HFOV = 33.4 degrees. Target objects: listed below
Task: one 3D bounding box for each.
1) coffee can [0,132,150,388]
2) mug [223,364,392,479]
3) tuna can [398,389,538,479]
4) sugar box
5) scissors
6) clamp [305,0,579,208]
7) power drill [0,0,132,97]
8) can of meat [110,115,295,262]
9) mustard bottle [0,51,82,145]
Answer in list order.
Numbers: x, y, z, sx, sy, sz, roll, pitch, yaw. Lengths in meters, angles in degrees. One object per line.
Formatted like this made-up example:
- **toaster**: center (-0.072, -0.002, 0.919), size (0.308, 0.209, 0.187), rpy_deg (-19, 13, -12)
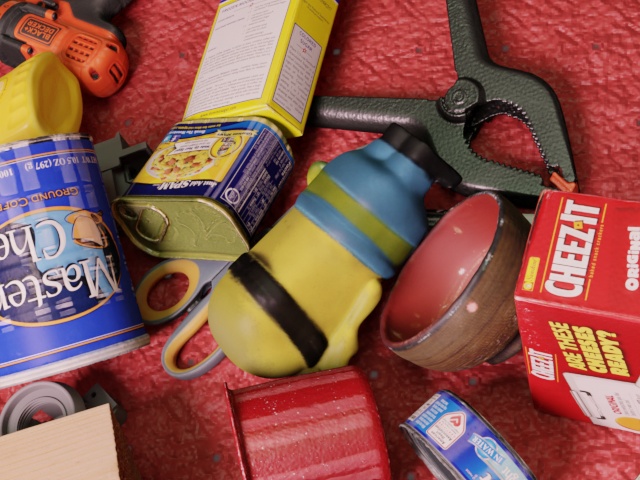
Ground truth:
- **coffee can**: center (-0.176, 0.013, 0.680), size (0.103, 0.102, 0.140), rpy_deg (-16, 89, 7)
- **mug**: center (-0.004, 0.125, 0.603), size (0.081, 0.093, 0.117), rpy_deg (-12, 36, -6)
- **tuna can**: center (0.084, 0.124, 0.590), size (0.033, 0.086, 0.086), rpy_deg (-40, 60, -9)
- **sugar box**: center (-0.036, -0.152, 0.774), size (0.094, 0.048, 0.176), rpy_deg (-7, 56, 41)
- **scissors**: center (-0.055, 0.001, 0.726), size (0.096, 0.016, 0.201), rpy_deg (26, 77, 29)
- **clamp**: center (0.087, -0.086, 0.725), size (0.164, 0.036, 0.210), rpy_deg (-40, 63, 5)
- **power drill**: center (-0.199, -0.215, 0.863), size (0.185, 0.057, 0.187), rpy_deg (24, 75, 21)
- **can of meat**: center (-0.077, -0.036, 0.718), size (0.102, 0.057, 0.083), rpy_deg (2, 48, 34)
- **mustard bottle**: center (-0.268, -0.064, 0.788), size (0.192, 0.058, 0.096), rpy_deg (-25, 40, 19)
